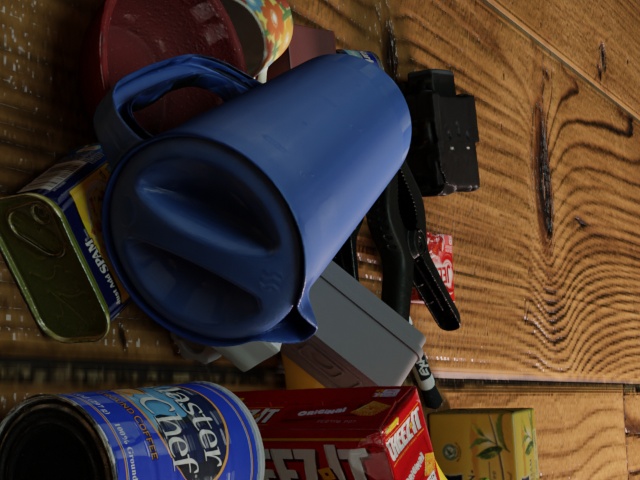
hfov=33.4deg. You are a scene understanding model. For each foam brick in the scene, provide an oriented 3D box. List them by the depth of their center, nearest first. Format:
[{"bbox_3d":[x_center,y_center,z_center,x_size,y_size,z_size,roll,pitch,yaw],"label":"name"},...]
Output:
[{"bbox_3d":[-0.026,-0.150,0.894,0.078,0.051,0.053,-6,90,-58],"label":"foam brick"}]

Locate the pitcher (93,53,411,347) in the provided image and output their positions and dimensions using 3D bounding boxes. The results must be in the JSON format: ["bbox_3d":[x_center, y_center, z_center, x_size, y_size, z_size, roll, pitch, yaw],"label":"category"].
[{"bbox_3d":[-0.033,-0.051,0.701,0.242,0.145,0.149,-47,139,-57],"label":"pitcher"}]

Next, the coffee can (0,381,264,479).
[{"bbox_3d":[-0.115,0.140,0.649,0.140,0.103,0.103,6,79,-58],"label":"coffee can"}]

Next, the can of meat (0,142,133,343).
[{"bbox_3d":[-0.147,-0.001,0.667,0.083,0.058,0.102,-51,127,-51],"label":"can of meat"}]

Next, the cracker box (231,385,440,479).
[{"bbox_3d":[0.010,0.218,0.781,0.072,0.164,0.214,-39,118,-56],"label":"cracker box"}]

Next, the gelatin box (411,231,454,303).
[{"bbox_3d":[0.109,0.028,1.104,0.089,0.030,0.073,9,78,-57],"label":"gelatin box"}]

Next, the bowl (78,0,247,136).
[{"bbox_3d":[-0.115,-0.108,0.737,0.161,0.055,0.162,16,71,-57],"label":"bowl"}]

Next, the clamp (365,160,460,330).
[{"bbox_3d":[0.075,0.012,0.994,0.164,0.036,0.210,-33,111,-60],"label":"clamp"}]
